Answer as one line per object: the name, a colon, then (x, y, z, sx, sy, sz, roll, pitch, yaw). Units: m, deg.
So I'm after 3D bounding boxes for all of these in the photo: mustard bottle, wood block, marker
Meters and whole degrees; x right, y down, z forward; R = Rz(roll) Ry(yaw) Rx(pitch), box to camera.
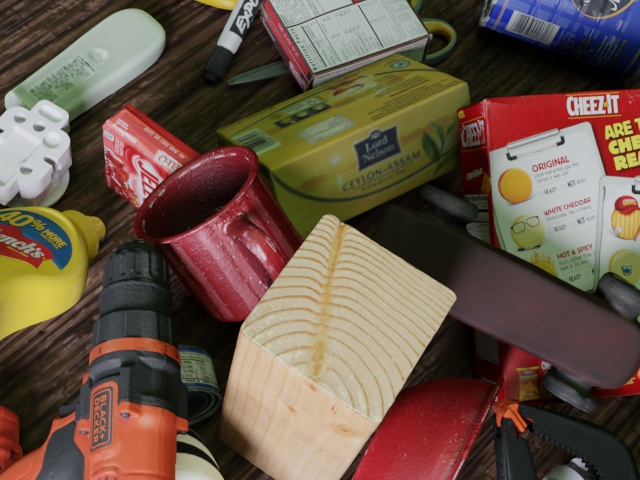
mustard bottle: (-0.212, 0.021, 0.709, 0.096, 0.058, 0.191, 26, 30, 21)
wood block: (0.001, 0.083, 0.661, 0.090, 0.206, 0.090, 33, 64, 7)
marker: (-0.063, -0.182, 0.865, 0.020, 0.020, 0.121, 26, 82, 3)

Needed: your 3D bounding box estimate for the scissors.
scissors: (0.015, -0.175, 0.896, 0.201, 0.016, 0.096, -5, 64, -12)

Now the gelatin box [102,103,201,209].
gelatin box: (-0.120, -0.048, 0.770, 0.073, 0.089, 0.030, 37, 64, 9)

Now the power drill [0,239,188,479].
power drill: (-0.157, 0.107, 0.640, 0.057, 0.188, 0.184, 29, 46, -41)

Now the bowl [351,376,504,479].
bowl: (0.056, 0.146, 0.668, 0.055, 0.162, 0.162, 27, 63, 12)

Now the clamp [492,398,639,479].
clamp: (0.190, 0.182, 0.691, 0.164, 0.036, 0.210, -32, 93, -8)

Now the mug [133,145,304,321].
mug: (-0.054, 0.001, 0.686, 0.093, 0.117, 0.081, -43, 122, -17)

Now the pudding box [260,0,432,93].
pudding box: (0.020, -0.172, 0.863, 0.113, 0.039, 0.090, -22, 68, -16)

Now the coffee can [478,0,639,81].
coffee can: (0.217, -0.205, 0.895, 0.140, 0.103, 0.102, 20, 63, 1)

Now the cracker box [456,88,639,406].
cracker box: (0.189, 0.003, 0.763, 0.164, 0.072, 0.214, -5, 92, -12)

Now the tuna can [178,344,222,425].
tuna can: (-0.110, 0.100, 0.702, 0.086, 0.086, 0.034, -10, 65, -14)
